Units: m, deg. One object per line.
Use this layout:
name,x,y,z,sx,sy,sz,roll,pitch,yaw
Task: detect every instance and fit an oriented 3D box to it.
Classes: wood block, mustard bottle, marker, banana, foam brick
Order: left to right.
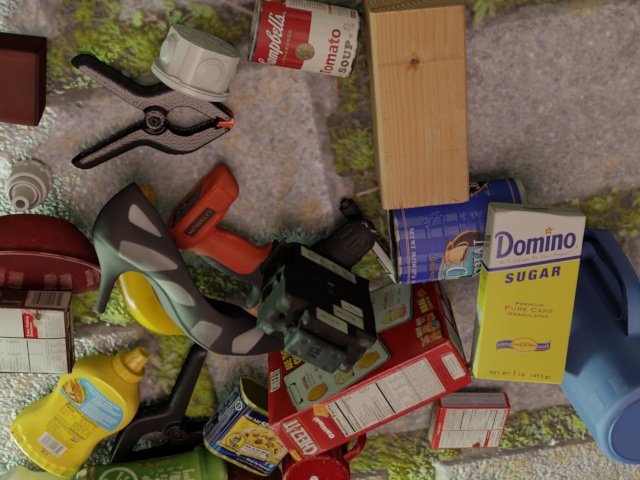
foam brick,-0.300,-0.160,1.053,0.051,0.053,0.078,5,118,-7
mustard bottle,-0.268,0.189,1.245,0.096,0.058,0.192,43,109,-12
banana,-0.192,0.033,1.179,0.069,0.037,0.198,-21,121,-12
marker,0.058,0.000,1.183,0.020,0.020,0.121,-32,116,13
wood block,0.097,-0.145,1.065,0.091,0.090,0.206,-5,120,0

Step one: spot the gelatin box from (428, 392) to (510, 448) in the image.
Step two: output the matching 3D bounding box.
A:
gelatin box,0.181,0.219,1.301,0.089,0.030,0.073,0,128,-7

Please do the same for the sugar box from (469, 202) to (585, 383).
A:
sugar box,0.207,0.053,1.076,0.093,0.048,0.176,3,105,-2

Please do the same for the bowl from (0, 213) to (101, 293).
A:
bowl,-0.302,0.012,1.120,0.162,0.055,0.162,-1,162,0

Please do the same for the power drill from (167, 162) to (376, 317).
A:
power drill,-0.058,0.001,1.149,0.187,0.057,0.185,38,116,-21

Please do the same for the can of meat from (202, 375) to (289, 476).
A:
can of meat,-0.075,0.219,1.244,0.102,0.057,0.084,31,108,-24

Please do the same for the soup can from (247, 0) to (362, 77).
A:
soup can,-0.016,-0.199,1.040,0.102,0.068,0.068,8,118,-9

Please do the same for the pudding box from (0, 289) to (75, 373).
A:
pudding box,-0.327,0.100,1.164,0.113,0.039,0.090,3,120,-3

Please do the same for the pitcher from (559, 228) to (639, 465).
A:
pitcher,0.304,0.110,1.133,0.145,0.243,0.149,-37,121,12

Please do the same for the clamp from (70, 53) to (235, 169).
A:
clamp,-0.176,-0.118,1.091,0.171,0.039,0.120,11,120,-10

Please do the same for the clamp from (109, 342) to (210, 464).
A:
clamp,-0.162,0.227,1.287,0.210,0.036,0.164,-38,116,15

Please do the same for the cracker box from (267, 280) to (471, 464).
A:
cracker box,0.050,0.135,1.176,0.214,0.164,0.072,-27,115,11

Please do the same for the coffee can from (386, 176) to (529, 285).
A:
coffee can,0.145,-0.010,1.136,0.140,0.103,0.103,-6,119,0

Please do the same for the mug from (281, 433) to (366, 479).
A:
mug,0.004,0.260,1.289,0.117,0.081,0.093,-26,118,11
